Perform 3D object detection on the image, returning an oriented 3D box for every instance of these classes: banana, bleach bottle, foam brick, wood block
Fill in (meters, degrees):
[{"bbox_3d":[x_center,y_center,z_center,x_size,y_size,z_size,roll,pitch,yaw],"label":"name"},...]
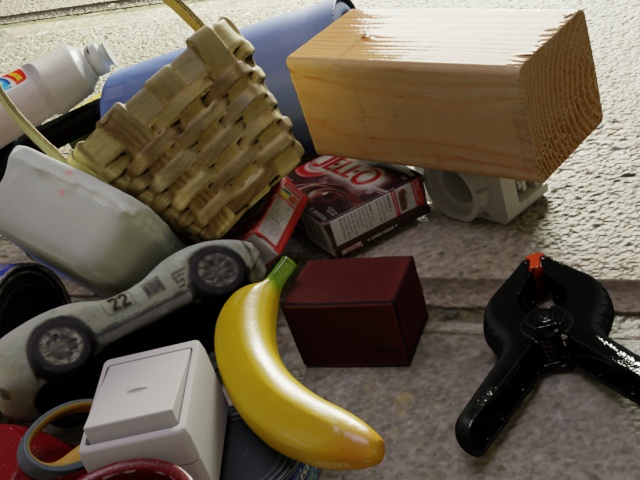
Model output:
[{"bbox_3d":[-0.024,0.075,0.614,0.070,0.037,0.198,-42,34,8],"label":"banana"},{"bbox_3d":[-0.308,-0.119,1.008,0.251,0.068,0.102,-28,26,2],"label":"bleach bottle"},{"bbox_3d":[0.024,0.047,0.701,0.078,0.053,0.051,-3,34,23],"label":"foam brick"},{"bbox_3d":[0.088,-0.112,0.783,0.206,0.090,0.090,12,43,42],"label":"wood block"}]

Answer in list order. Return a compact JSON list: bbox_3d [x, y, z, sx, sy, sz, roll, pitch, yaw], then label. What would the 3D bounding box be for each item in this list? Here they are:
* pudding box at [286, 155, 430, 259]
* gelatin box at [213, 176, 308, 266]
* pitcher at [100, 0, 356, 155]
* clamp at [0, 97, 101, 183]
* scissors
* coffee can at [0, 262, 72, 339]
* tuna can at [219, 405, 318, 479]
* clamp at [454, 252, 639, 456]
[{"bbox_3d":[0.021,-0.035,0.847,0.090,0.039,0.114,-28,31,-15],"label":"pudding box"},{"bbox_3d":[-0.055,0.001,0.802,0.089,0.030,0.073,-37,18,38],"label":"gelatin box"},{"bbox_3d":[-0.068,-0.128,0.976,0.243,0.149,0.145,-11,46,19],"label":"pitcher"},{"bbox_3d":[-0.293,-0.090,1.048,0.210,0.036,0.165,-50,39,-10],"label":"clamp"},{"bbox_3d":[-0.091,0.118,0.672,0.201,0.016,0.096,-15,63,-41],"label":"scissors"},{"bbox_3d":[-0.263,0.071,0.769,0.140,0.103,0.102,-5,33,22],"label":"coffee can"},{"bbox_3d":[-0.045,0.134,0.616,0.086,0.034,0.086,-14,31,8],"label":"tuna can"},{"bbox_3d":[0.128,0.064,0.630,0.120,0.039,0.171,-12,25,2],"label":"clamp"}]
